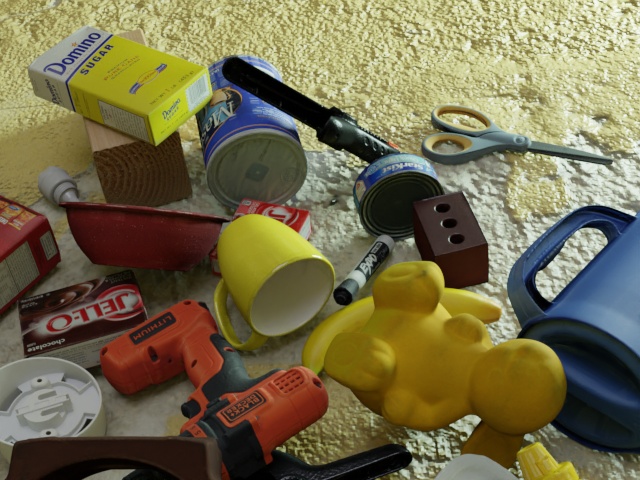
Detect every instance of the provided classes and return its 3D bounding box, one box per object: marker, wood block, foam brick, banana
[{"bbox_3d":[0.040,0.027,0.984,0.020,0.020,0.121,12,29,19],"label":"marker"},{"bbox_3d":[-0.210,-0.132,1.158,0.090,0.090,0.206,-16,44,-9],"label":"wood block"},{"bbox_3d":[0.121,0.001,1.003,0.053,0.051,0.078,-13,44,-6],"label":"foam brick"},{"bbox_3d":[0.061,0.077,0.947,0.197,0.037,0.070,-21,64,-12],"label":"banana"}]

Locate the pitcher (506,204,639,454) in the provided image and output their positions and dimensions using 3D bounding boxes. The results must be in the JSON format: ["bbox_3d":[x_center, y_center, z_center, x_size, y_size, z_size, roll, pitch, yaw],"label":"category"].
[{"bbox_3d":[0.266,0.043,0.882,0.145,0.149,0.242,16,44,37],"label":"pitcher"}]

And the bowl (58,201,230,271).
[{"bbox_3d":[-0.167,-0.002,1.007,0.162,0.162,0.055,4,89,12],"label":"bowl"}]

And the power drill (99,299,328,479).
[{"bbox_3d":[-0.110,0.133,0.871,0.184,0.057,0.188,-28,37,-21],"label":"power drill"}]

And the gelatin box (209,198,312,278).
[{"bbox_3d":[-0.057,0.001,1.042,0.073,0.030,0.089,12,48,18],"label":"gelatin box"}]

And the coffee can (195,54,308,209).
[{"bbox_3d":[-0.076,-0.113,1.111,0.102,0.103,0.140,-12,44,-5],"label":"coffee can"}]

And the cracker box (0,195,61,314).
[{"bbox_3d":[-0.382,0.036,1.022,0.164,0.072,0.213,23,52,28],"label":"cracker box"}]

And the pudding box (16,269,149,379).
[{"bbox_3d":[-0.214,0.076,0.970,0.113,0.039,0.090,-18,33,-10],"label":"pudding box"}]

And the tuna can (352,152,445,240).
[{"bbox_3d":[0.075,-0.042,1.030,0.086,0.086,0.034,-12,42,-5],"label":"tuna can"}]

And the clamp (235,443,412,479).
[{"bbox_3d":[-0.017,0.208,0.818,0.171,0.039,0.120,-4,39,13],"label":"clamp"}]

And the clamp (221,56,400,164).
[{"bbox_3d":[0.006,-0.116,1.049,0.165,0.209,0.036,37,100,32],"label":"clamp"}]

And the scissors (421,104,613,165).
[{"bbox_3d":[0.193,-0.092,1.117,0.202,0.016,0.096,27,55,30],"label":"scissors"}]

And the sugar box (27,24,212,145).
[{"bbox_3d":[-0.206,-0.162,1.090,0.176,0.048,0.093,24,51,27],"label":"sugar box"}]
